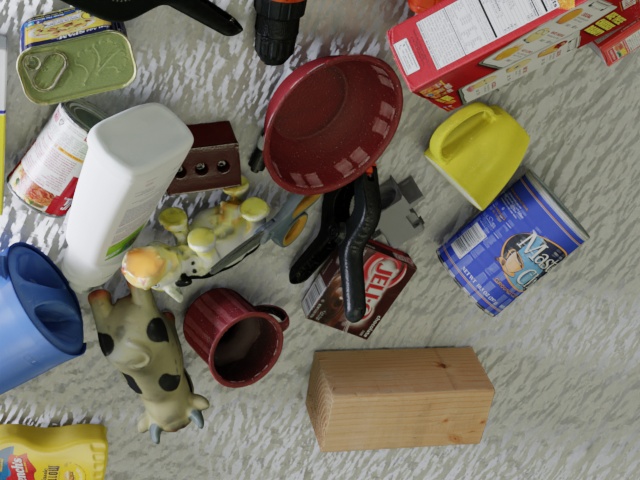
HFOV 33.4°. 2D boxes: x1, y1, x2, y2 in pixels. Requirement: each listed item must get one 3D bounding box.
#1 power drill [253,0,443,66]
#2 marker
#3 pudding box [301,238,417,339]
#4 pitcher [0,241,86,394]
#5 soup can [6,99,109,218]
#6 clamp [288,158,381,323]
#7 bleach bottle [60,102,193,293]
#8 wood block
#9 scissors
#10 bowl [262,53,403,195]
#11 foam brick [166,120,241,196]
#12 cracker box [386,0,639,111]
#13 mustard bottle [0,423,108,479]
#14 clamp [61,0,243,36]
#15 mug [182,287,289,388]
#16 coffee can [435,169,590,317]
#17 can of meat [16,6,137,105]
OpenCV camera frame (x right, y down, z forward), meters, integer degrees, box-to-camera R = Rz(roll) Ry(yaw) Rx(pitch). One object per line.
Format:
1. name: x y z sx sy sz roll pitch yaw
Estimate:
1. power drill: 0.031 -0.249 1.009 0.187 0.057 0.184 -2 127 -16
2. marker: -0.046 -0.122 1.098 0.020 0.020 0.121 13 119 -23
3. pudding box: 0.043 0.052 1.229 0.089 0.039 0.114 22 115 -28
4. pitcher: -0.378 0.108 1.098 0.243 0.145 0.149 -30 94 9
5. soup can: -0.249 -0.081 1.039 0.068 0.068 0.102 29 111 -30
6. clamp: 0.030 0.000 1.146 0.039 0.120 0.172 -3 122 -46
7. bleach bottle: -0.209 -0.023 1.052 0.102 0.068 0.251 -35 166 -44
8. wood block: 0.095 0.193 1.309 0.205 0.091 0.090 0 123 -15
9. scissors: -0.057 0.001 1.108 0.201 0.016 0.096 -45 162 -37
10. bowl: 0.002 -0.126 1.070 0.161 0.055 0.162 -21 136 -22
11. foam brick: -0.124 -0.084 1.082 0.078 0.051 0.053 -9 125 -10
12. cracker box: 0.183 -0.204 0.998 0.214 0.072 0.164 -26 172 17
13. mustard bottle: -0.350 0.259 1.249 0.191 0.058 0.096 4 122 -18
14. clamp: -0.142 -0.232 0.940 0.209 0.036 0.165 -21 142 -25
15. mug: -0.091 0.100 1.191 0.117 0.082 0.093 -23 125 -25
16. coffee can: 0.216 0.003 1.205 0.140 0.103 0.102 -42 124 14
17. can of meat: -0.223 -0.174 0.973 0.102 0.084 0.057 -14 126 -6
